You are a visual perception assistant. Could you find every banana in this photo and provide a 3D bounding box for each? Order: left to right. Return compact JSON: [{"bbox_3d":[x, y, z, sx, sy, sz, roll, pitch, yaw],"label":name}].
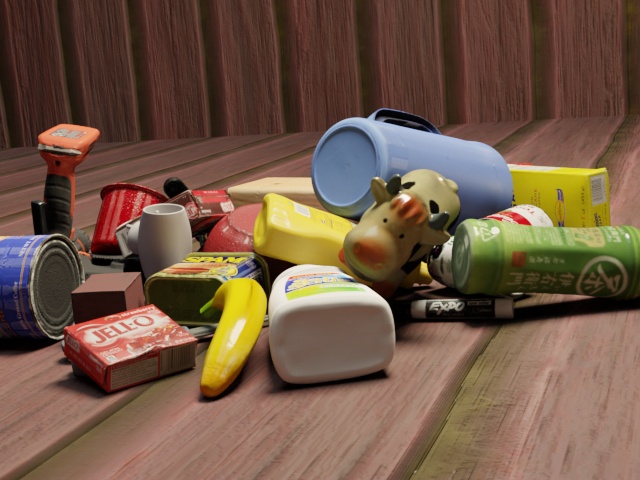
[{"bbox_3d":[-0.073,0.071,0.902,0.037,0.070,0.198,32,9,-11],"label":"banana"}]

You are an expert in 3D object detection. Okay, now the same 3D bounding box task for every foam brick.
[{"bbox_3d":[-0.204,0.065,1.035,0.053,0.051,0.078,-3,11,4],"label":"foam brick"}]

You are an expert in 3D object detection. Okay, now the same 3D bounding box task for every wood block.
[{"bbox_3d":[-0.007,-0.030,1.352,0.206,0.090,0.090,3,14,36],"label":"wood block"}]

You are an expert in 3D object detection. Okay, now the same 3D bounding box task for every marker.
[{"bbox_3d":[0.117,0.063,0.985,0.121,0.020,0.020,-2,11,15],"label":"marker"}]

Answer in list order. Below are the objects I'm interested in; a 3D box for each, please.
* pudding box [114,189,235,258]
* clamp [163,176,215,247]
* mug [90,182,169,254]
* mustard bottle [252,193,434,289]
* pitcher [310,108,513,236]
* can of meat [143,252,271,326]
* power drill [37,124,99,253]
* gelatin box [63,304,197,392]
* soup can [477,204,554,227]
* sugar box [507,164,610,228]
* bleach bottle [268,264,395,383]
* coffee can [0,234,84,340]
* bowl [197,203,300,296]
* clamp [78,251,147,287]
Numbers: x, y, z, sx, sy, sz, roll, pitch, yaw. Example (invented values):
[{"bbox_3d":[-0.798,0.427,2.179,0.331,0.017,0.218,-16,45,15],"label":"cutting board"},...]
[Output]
[{"bbox_3d":[-0.164,-0.020,1.214,0.114,0.039,0.090,-25,-7,22],"label":"pudding box"},{"bbox_3d":[-0.142,-0.010,1.343,0.039,0.120,0.171,-25,-15,7],"label":"clamp"},{"bbox_3d":[-0.225,-0.008,1.314,0.093,0.081,0.117,-16,-36,43],"label":"mug"},{"bbox_3d":[0.028,0.009,1.101,0.191,0.058,0.096,18,16,-11],"label":"mustard bottle"},{"bbox_3d":[0.099,-0.075,1.220,0.149,0.145,0.242,19,6,40],"label":"pitcher"},{"bbox_3d":[-0.114,0.049,1.066,0.102,0.057,0.083,0,14,23],"label":"can of meat"},{"bbox_3d":[-0.309,-0.044,1.304,0.057,0.188,0.184,7,14,-2],"label":"power drill"},{"bbox_3d":[-0.159,0.088,0.893,0.089,0.030,0.073,-13,30,-38],"label":"gelatin box"},{"bbox_3d":[0.204,0.001,1.151,0.069,0.068,0.102,3,12,35],"label":"soup can"},{"bbox_3d":[0.266,-0.043,1.292,0.048,0.093,0.177,-13,12,-39],"label":"sugar box"},{"bbox_3d":[-0.007,0.061,0.944,0.102,0.068,0.251,-6,8,-8],"label":"bleach bottle"},{"bbox_3d":[-0.317,0.046,1.044,0.140,0.103,0.102,-1,11,17],"label":"coffee can"},{"bbox_3d":[-0.058,0.001,1.182,0.162,0.055,0.162,4,25,-2],"label":"bowl"},{"bbox_3d":[-0.224,0.043,1.198,0.210,0.036,0.164,9,17,41],"label":"clamp"}]
